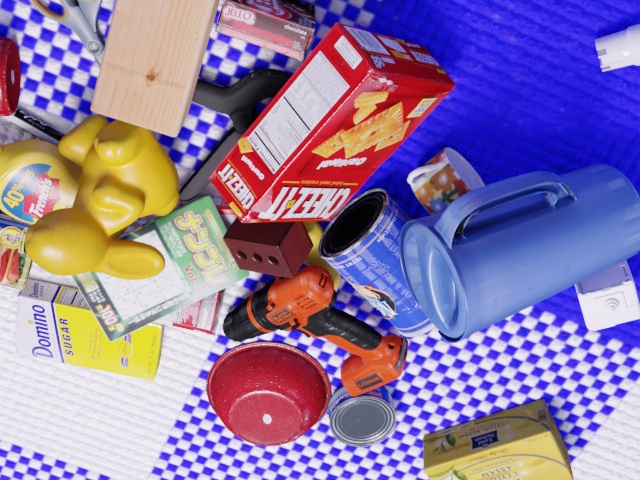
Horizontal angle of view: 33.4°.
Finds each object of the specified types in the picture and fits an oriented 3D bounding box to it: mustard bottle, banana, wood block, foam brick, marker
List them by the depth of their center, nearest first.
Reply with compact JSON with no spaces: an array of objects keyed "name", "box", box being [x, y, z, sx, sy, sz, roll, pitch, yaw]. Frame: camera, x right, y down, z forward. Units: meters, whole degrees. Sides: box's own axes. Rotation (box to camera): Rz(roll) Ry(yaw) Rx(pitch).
[{"name":"wood block","box":[-0.151,-0.220,1.041,0.090,0.090,0.206,17,112,-6]},{"name":"marker","box":[-0.320,-0.128,1.171,0.121,0.020,0.020,30,119,-15]},{"name":"foam brick","box":[-0.058,0.001,1.174,0.078,0.051,0.053,8,141,34]},{"name":"mustard bottle","box":[-0.303,-0.058,1.177,0.191,0.058,0.096,30,119,-24]},{"name":"banana","box":[-0.024,0.003,1.225,0.070,0.037,0.197,-19,119,14]}]

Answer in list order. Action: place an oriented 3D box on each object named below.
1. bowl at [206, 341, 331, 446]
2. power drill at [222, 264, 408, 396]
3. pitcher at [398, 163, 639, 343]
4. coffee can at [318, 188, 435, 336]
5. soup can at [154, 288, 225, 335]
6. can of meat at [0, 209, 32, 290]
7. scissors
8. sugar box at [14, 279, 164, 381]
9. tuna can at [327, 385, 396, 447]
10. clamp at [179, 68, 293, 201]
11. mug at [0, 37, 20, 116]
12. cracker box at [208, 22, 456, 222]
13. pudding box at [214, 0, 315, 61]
[{"name":"bowl","box":[-0.067,0.207,1.346,0.162,0.055,0.162,1,123,2]},{"name":"power drill","box":[-0.004,0.114,1.267,0.187,0.057,0.185,34,141,-24]},{"name":"pitcher","box":[0.214,-0.002,1.107,0.242,0.149,0.145,-21,95,-18]},{"name":"coffee can","box":[0.081,0.025,1.194,0.103,0.102,0.140,-36,113,23]},{"name":"soup can","box":[-0.166,0.069,1.257,0.102,0.068,0.069,13,122,-4]},{"name":"can of meat","box":[-0.372,0.003,1.235,0.084,0.057,0.102,16,122,-10]},{"name":"scissors","box":[-0.226,-0.220,1.109,0.096,0.016,0.201,-33,115,21]},{"name":"sugar box","box":[-0.281,0.110,1.303,0.176,0.048,0.093,10,122,-4]},{"name":"tuna can","box":[0.052,0.219,1.354,0.086,0.034,0.086,-2,123,-4]},{"name":"clamp","box":[-0.085,-0.123,1.149,0.210,0.036,0.164,-5,121,6]},{"name":"mug","box":[-0.359,-0.160,1.101,0.081,0.117,0.093,2,155,-4]},{"name":"cracker box","box":[0.014,-0.109,1.079,0.214,0.163,0.072,-48,66,26]},{"name":"pudding box","box":[-0.052,-0.217,1.042,0.090,0.113,0.039,19,111,-8]}]
